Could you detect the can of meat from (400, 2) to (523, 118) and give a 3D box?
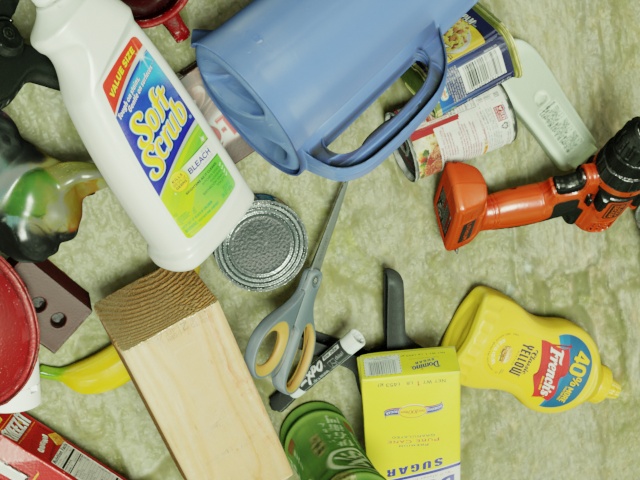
[{"bbox_3d":[0.114,-0.161,0.931,0.084,0.102,0.057,-29,131,-3],"label":"can of meat"}]

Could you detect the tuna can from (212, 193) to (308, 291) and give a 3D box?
[{"bbox_3d":[-0.056,0.001,0.969,0.086,0.034,0.086,-4,106,-13],"label":"tuna can"}]

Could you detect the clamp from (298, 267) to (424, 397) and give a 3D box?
[{"bbox_3d":[0.067,0.106,1.023,0.120,0.039,0.171,-38,115,19],"label":"clamp"}]

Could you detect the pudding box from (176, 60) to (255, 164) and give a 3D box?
[{"bbox_3d":[-0.090,-0.112,0.927,0.113,0.039,0.090,-33,111,-3],"label":"pudding box"}]

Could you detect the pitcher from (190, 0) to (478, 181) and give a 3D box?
[{"bbox_3d":[0.030,-0.168,0.862,0.242,0.145,0.149,-41,115,-12],"label":"pitcher"}]

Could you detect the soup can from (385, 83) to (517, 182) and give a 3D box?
[{"bbox_3d":[0.118,-0.102,0.966,0.102,0.068,0.068,-22,109,-8],"label":"soup can"}]

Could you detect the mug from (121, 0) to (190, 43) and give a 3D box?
[{"bbox_3d":[-0.144,-0.211,0.863,0.093,0.081,0.117,-39,110,-1],"label":"mug"}]

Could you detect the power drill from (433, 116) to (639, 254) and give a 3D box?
[{"bbox_3d":[0.203,-0.048,0.959,0.187,0.184,0.057,-7,67,-6],"label":"power drill"}]

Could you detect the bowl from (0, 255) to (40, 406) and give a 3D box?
[{"bbox_3d":[-0.316,0.076,0.877,0.162,0.055,0.162,4,105,16],"label":"bowl"}]

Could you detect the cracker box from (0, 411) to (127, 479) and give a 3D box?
[{"bbox_3d":[-0.243,0.274,0.951,0.213,0.072,0.164,35,98,-7],"label":"cracker box"}]

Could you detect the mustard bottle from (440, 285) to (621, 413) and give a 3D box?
[{"bbox_3d":[0.218,0.120,1.059,0.191,0.058,0.096,22,100,-19],"label":"mustard bottle"}]

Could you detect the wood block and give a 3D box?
[{"bbox_3d":[-0.109,0.132,0.934,0.090,0.091,0.206,-28,124,-14],"label":"wood block"}]

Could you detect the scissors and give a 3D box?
[{"bbox_3d":[-0.022,0.042,0.952,0.096,0.016,0.202,0,104,-53],"label":"scissors"}]

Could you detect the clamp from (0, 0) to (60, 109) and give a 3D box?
[{"bbox_3d":[-0.246,-0.161,0.807,0.209,0.036,0.164,-28,96,-50],"label":"clamp"}]

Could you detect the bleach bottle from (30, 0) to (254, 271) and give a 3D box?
[{"bbox_3d":[-0.150,-0.097,0.825,0.102,0.068,0.250,-50,128,-24],"label":"bleach bottle"}]

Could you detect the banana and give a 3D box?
[{"bbox_3d":[-0.164,0.074,0.961,0.198,0.037,0.069,-46,113,1],"label":"banana"}]

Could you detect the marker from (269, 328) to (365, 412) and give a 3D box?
[{"bbox_3d":[-0.006,0.124,1.002,0.020,0.020,0.121,37,118,-20],"label":"marker"}]

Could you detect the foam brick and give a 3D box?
[{"bbox_3d":[-0.245,0.049,0.926,0.078,0.051,0.053,42,92,-20],"label":"foam brick"}]

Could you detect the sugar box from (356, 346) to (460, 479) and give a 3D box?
[{"bbox_3d":[0.087,0.185,1.020,0.093,0.048,0.176,-5,120,1],"label":"sugar box"}]
